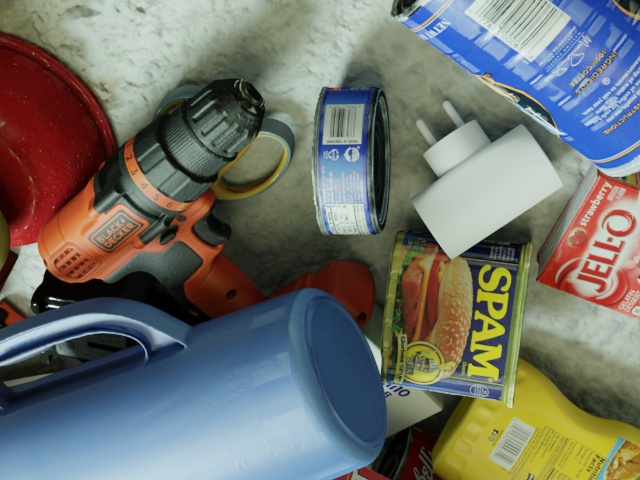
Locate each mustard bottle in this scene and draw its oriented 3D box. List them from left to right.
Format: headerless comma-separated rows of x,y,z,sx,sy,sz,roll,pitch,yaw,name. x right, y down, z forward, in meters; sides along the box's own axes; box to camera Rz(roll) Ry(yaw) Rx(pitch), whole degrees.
0.178,0.161,0.720,0.191,0.058,0.096,31,95,1,mustard bottle

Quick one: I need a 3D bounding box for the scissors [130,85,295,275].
-0.103,-0.031,0.690,0.202,0.016,0.096,-30,120,32,scissors

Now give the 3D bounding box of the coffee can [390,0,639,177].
0.121,-0.112,0.527,0.140,0.102,0.103,33,126,-12,coffee can

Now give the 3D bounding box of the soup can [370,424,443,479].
0.092,0.182,0.775,0.102,0.068,0.069,26,127,-7,soup can

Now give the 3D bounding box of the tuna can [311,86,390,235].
0.019,-0.045,0.611,0.034,0.086,0.086,0,126,10,tuna can

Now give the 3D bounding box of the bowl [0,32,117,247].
-0.215,-0.051,0.681,0.162,0.055,0.162,7,127,9,bowl

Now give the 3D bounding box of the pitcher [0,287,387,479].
-0.092,0.109,0.648,0.243,0.145,0.149,-23,156,21,pitcher

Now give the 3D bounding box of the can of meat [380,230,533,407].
0.084,0.046,0.664,0.084,0.057,0.102,7,94,12,can of meat

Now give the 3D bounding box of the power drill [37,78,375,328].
-0.054,0.001,0.664,0.185,0.057,0.187,-34,121,31,power drill
